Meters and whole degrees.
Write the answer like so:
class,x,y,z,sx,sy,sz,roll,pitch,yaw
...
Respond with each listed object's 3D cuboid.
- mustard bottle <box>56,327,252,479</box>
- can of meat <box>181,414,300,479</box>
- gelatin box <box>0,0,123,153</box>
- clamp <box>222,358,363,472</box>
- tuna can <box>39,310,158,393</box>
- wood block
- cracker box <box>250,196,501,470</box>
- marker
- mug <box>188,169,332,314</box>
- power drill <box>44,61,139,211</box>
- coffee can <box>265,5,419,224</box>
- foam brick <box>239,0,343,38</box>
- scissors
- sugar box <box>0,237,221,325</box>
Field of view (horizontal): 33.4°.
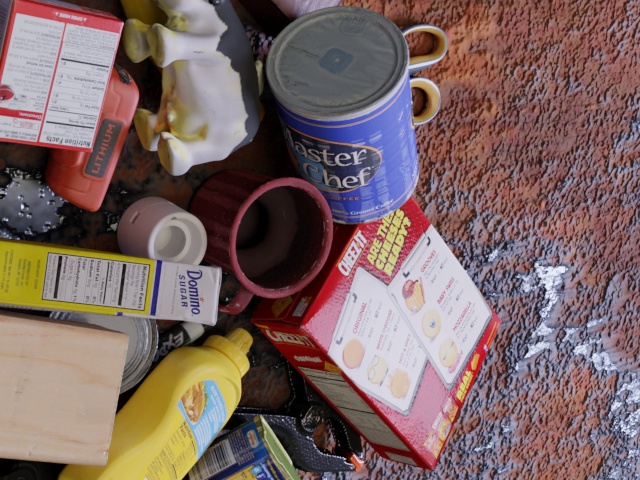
class,x,y,z,sx,sy,sz,roll,pitch,yaw
mustard bottle,-0.114,0.138,0.813,0.191,0.058,0.096,-49,147,-31
can of meat,-0.064,0.201,0.874,0.084,0.057,0.102,-28,127,0
gelatin box,-0.168,-0.102,0.654,0.073,0.030,0.089,4,111,-40
clamp,-0.014,0.139,0.928,0.171,0.039,0.120,39,82,-36
tuna can,-0.166,0.072,0.789,0.086,0.034,0.086,-2,93,-27
wood block,-0.241,0.085,0.681,0.205,0.091,0.090,12,84,-26
cracker box,0.055,0.069,0.919,0.213,0.072,0.164,50,58,-34
marker,-0.122,0.084,0.844,0.121,0.020,0.020,-34,120,-24
mug,-0.055,0.001,0.829,0.093,0.082,0.117,23,89,-38
power drill,-0.223,-0.069,0.691,0.187,0.057,0.184,9,113,-43
coffee can,0.020,-0.092,0.811,0.102,0.103,0.140,-44,152,-18
foam brick,-0.015,-0.198,0.821,0.051,0.053,0.078,44,76,-36
scissors,0.034,-0.121,0.902,0.201,0.016,0.096,-30,119,-26
sugar box,-0.162,0.026,0.717,0.176,0.093,0.048,5,87,-17
